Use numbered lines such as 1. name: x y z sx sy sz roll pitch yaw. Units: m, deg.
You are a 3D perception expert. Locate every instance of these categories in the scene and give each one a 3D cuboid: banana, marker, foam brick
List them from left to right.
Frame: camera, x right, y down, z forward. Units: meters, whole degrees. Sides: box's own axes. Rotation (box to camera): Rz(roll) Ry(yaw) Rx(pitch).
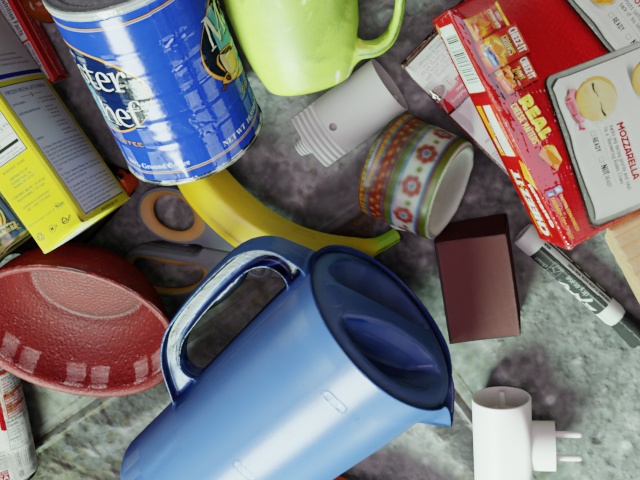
1. banana: -0.043 -0.020 0.778 0.198 0.069 0.037 29 149 0
2. foam brick: 0.112 0.027 0.759 0.051 0.053 0.078 -7 103 12
3. marker: 0.189 0.034 0.764 0.121 0.020 0.020 41 108 -2

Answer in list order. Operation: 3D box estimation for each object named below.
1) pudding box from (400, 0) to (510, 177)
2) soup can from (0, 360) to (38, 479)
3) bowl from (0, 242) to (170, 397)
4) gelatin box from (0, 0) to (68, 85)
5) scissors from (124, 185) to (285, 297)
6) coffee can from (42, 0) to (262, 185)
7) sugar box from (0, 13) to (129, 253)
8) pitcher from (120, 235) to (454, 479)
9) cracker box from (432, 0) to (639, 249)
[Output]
1. pudding box: 0.124 -0.112 0.725 0.113 0.039 0.090 43 106 -6
2. soup can: -0.269 0.145 0.857 0.068 0.068 0.102 -5 105 12
3. bowl: -0.180 0.051 0.799 0.162 0.055 0.162 5 139 4
4. gelatin box: -0.244 -0.134 0.794 0.089 0.030 0.073 -25 98 15
5. scissors: -0.055 0.001 0.803 0.202 0.016 0.096 -4 104 12
6. coffee can: -0.107 -0.122 0.704 0.103 0.102 0.140 -9 133 13
7. sugar box: -0.210 -0.082 0.736 0.048 0.093 0.176 -35 95 14
8. pitcher: -0.040 0.116 0.755 0.243 0.144 0.149 -42 56 27
9. cracker box: 0.200 -0.117 0.663 0.213 0.072 0.164 -29 98 -2
